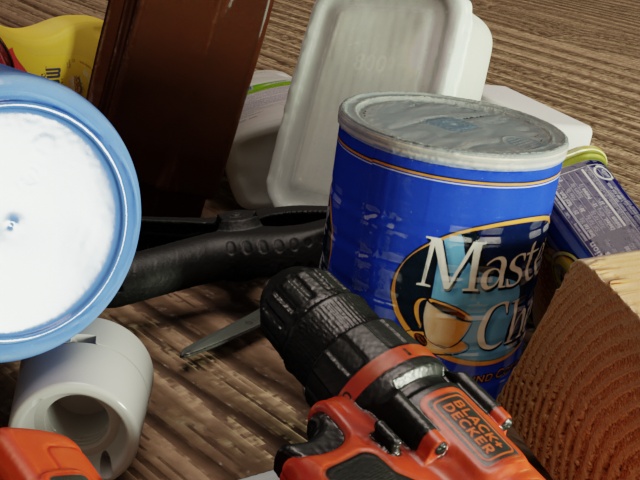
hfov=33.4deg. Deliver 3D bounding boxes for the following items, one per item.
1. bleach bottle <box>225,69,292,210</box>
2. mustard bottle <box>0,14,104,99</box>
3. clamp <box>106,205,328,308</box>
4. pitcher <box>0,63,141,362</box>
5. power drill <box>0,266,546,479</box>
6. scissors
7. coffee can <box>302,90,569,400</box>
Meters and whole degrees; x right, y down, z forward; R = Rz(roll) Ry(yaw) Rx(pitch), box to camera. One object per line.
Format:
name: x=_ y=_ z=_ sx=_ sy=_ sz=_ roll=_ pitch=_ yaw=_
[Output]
bleach bottle: x=-0.032 y=-0.095 z=0.848 sx=0.102 sy=0.068 sz=0.251 roll=-10 pitch=21 yaw=-3
mustard bottle: x=-0.242 y=-0.116 z=0.792 sx=0.191 sy=0.096 sz=0.058 roll=-13 pitch=30 yaw=-44
clamp: x=-0.054 y=0.001 z=0.608 sx=0.171 sy=0.039 sz=0.120 roll=-6 pitch=21 yaw=-18
pitcher: x=-0.187 y=-0.030 z=0.468 sx=0.149 sy=0.145 sz=0.243 roll=-29 pitch=26 yaw=-28
power drill: x=-0.018 y=0.080 z=0.371 sx=0.187 sy=0.057 sz=0.185 roll=-12 pitch=41 yaw=-37
scissors: x=-0.023 y=0.026 z=0.611 sx=0.201 sy=0.016 sz=0.096 roll=-11 pitch=26 yaw=-41
coffee can: x=0.050 y=0.011 z=0.497 sx=0.103 sy=0.140 sz=0.103 roll=7 pitch=21 yaw=-3
